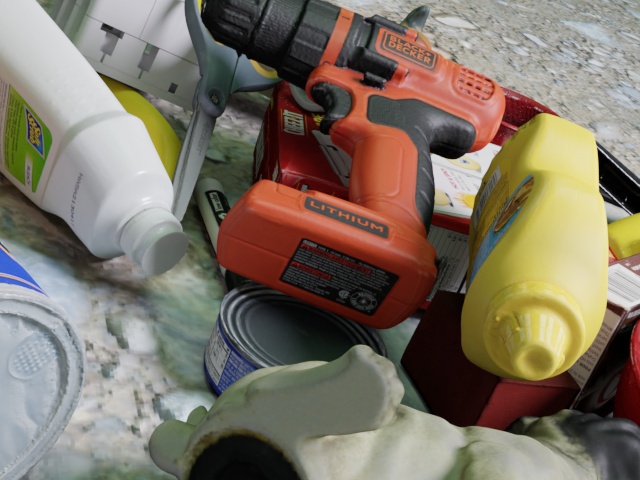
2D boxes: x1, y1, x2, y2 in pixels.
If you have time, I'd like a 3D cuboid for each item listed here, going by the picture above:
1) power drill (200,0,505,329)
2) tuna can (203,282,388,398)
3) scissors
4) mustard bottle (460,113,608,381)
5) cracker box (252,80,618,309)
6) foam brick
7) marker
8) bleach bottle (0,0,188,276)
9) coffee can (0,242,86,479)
[{"bbox_3d":[0.005,-0.056,0.563,0.184,0.057,0.187,21,48,-5],"label":"power drill"},{"bbox_3d":[-0.013,0.057,0.518,0.086,0.034,0.086,17,26,-9],"label":"tuna can"},{"bbox_3d":[-0.053,-0.083,0.656,0.096,0.016,0.202,24,53,-40],"label":"scissors"},{"bbox_3d":[0.099,0.011,0.499,0.058,0.096,0.191,24,25,1],"label":"mustard bottle"},{"bbox_3d":[0.065,-0.019,0.684,0.213,0.072,0.164,16,25,-10],"label":"cracker box"},{"bbox_3d":[0.086,0.069,0.551,0.052,0.051,0.078,8,29,-26],"label":"foam brick"},{"bbox_3d":[-0.054,0.001,0.612,0.020,0.020,0.121,10,28,-24],"label":"marker"},{"bbox_3d":[-0.155,-0.065,0.594,0.067,0.103,0.251,-23,55,-33],"label":"bleach bottle"},{"bbox_3d":[-0.165,0.022,0.389,0.102,0.103,0.140,-7,38,-45],"label":"coffee can"}]
